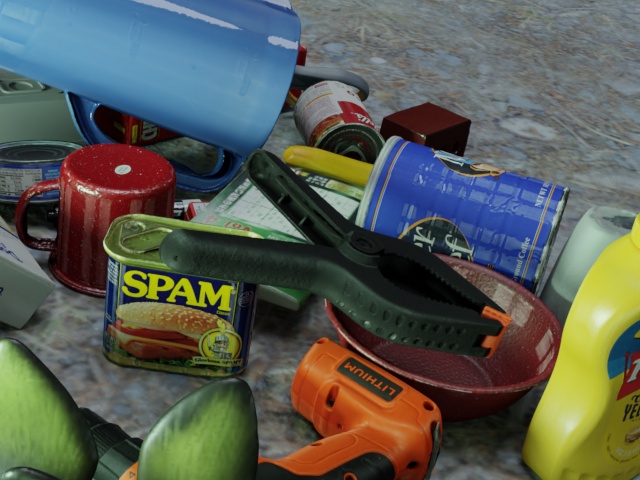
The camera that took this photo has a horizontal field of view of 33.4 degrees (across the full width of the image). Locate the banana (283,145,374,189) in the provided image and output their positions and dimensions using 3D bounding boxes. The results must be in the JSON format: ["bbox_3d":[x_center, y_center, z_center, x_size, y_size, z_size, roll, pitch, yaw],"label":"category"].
[{"bbox_3d":[0.067,-0.049,0.910,0.198,0.070,0.037,7,59,3],"label":"banana"}]

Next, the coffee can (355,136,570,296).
[{"bbox_3d":[0.107,-0.012,0.815,0.140,0.103,0.102,18,30,13],"label":"coffee can"}]

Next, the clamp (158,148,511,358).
[{"bbox_3d":[0.018,0.010,0.669,0.210,0.036,0.164,22,29,-1],"label":"clamp"}]

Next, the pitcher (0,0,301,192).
[{"bbox_3d":[-0.149,-0.151,0.870,0.242,0.145,0.149,16,47,-18],"label":"pitcher"}]

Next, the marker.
[{"bbox_3d":[-0.153,-0.021,0.836,0.121,0.020,0.020,-3,32,-21],"label":"marker"}]

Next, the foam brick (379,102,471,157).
[{"bbox_3d":[0.095,-0.091,1.001,0.051,0.053,0.078,30,35,31],"label":"foam brick"}]

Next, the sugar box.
[{"bbox_3d":[-0.259,-0.015,0.727,0.176,0.048,0.093,44,4,42],"label":"sugar box"}]

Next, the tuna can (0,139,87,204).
[{"bbox_3d":[-0.223,-0.055,0.838,0.086,0.034,0.086,1,17,-1],"label":"tuna can"}]

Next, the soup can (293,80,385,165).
[{"bbox_3d":[0.016,-0.096,0.970,0.068,0.068,0.102,2,30,-14],"label":"soup can"}]

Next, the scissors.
[{"bbox_3d":[-0.026,-0.164,0.993,0.096,0.016,0.201,-5,-22,27],"label":"scissors"}]

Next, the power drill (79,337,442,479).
[{"bbox_3d":[-0.037,0.121,0.590,0.185,0.057,0.187,30,37,30],"label":"power drill"}]

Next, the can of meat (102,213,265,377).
[{"bbox_3d":[-0.089,0.037,0.688,0.102,0.084,0.057,9,30,-2],"label":"can of meat"}]

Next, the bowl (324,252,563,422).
[{"bbox_3d":[0.077,0.070,0.709,0.162,0.055,0.162,8,29,-5],"label":"bowl"}]

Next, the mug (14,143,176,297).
[{"bbox_3d":[-0.159,-0.018,0.765,0.117,0.081,0.093,2,31,-15],"label":"mug"}]
